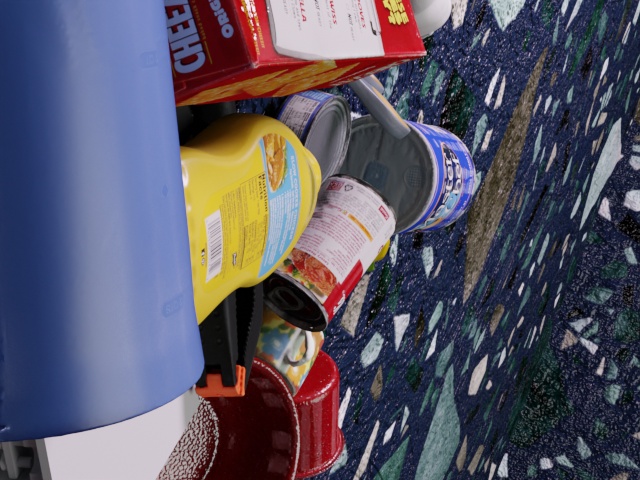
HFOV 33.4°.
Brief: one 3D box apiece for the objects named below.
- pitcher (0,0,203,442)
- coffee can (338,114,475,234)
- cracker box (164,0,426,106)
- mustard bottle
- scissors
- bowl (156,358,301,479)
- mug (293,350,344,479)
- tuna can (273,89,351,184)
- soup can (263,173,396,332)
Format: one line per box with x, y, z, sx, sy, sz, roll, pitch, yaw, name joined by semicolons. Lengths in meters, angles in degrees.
-0.116;-0.055;0.385;0.144;0.149;0.243;-11;107;-34;pitcher
0.072;-0.056;0.949;0.140;0.103;0.103;-6;114;-68;coffee can
-0.033;-0.158;0.545;0.213;0.072;0.164;-23;97;-63;cracker box
-0.049;-0.019;0.579;0.191;0.058;0.096;-34;128;-59;mustard bottle
0.020;-0.123;0.798;0.016;0.096;0.201;-39;167;14;scissors
-0.090;0.153;0.754;0.161;0.055;0.162;-10;105;-43;bowl
-0.026;0.136;0.920;0.117;0.093;0.081;-96;-175;-58;mug
-0.010;-0.074;0.825;0.086;0.034;0.086;-51;152;-41;tuna can
0.003;0.008;0.793;0.102;0.069;0.068;-53;154;-26;soup can
